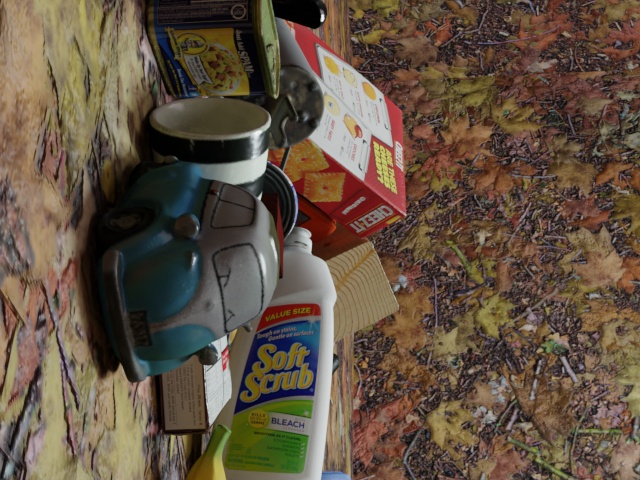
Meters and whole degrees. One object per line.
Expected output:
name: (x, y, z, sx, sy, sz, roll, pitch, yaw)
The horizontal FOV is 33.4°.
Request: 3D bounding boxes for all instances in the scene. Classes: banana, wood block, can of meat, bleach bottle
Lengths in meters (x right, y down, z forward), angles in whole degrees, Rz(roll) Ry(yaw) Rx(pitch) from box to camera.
banana: (-0.080, 0.223, 0.805, 0.069, 0.037, 0.198, -43, 150, -36)
wood block: (0.007, 0.035, 1.241, 0.090, 0.090, 0.206, 67, -7, -16)
can of meat: (-0.078, -0.151, 0.799, 0.102, 0.084, 0.057, 79, 10, -59)
bleach bottle: (-0.041, 0.106, 0.918, 0.068, 0.102, 0.251, 106, -10, -65)

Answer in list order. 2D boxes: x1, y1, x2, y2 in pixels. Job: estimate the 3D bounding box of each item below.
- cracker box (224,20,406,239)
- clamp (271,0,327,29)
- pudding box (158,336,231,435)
cracker box: (-0.004, -0.124, 1.121, 0.213, 0.072, 0.164, 36, 39, -34)
clamp: (-0.074, -0.211, 0.924, 0.171, 0.120, 0.039, -126, -145, -59)
pudding box: (-0.095, 0.078, 0.791, 0.090, 0.039, 0.113, -48, 134, -81)
